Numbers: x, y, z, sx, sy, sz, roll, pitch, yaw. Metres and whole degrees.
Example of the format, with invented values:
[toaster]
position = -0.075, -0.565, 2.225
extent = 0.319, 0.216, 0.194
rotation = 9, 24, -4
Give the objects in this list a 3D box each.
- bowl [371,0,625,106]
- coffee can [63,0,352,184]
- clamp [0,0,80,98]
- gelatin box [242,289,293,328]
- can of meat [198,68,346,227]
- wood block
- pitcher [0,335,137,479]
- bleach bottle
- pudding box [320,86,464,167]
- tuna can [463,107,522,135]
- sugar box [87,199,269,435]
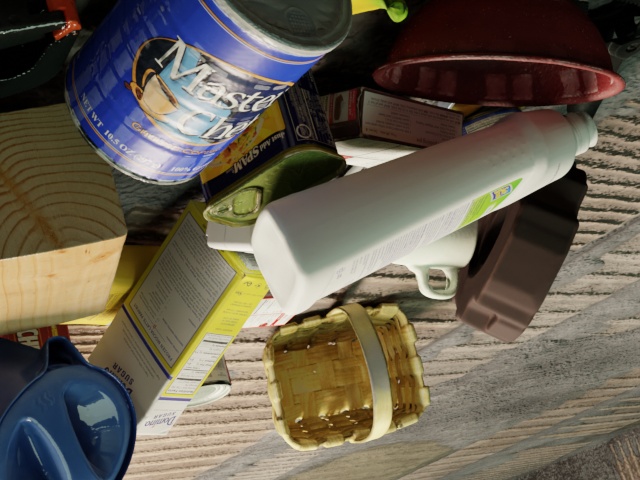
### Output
[bowl]
position = 0.116, -0.127, 0.692
extent = 0.162, 0.055, 0.162
rotation = 4, 178, 0
[coffee can]
position = -0.065, -0.109, 0.592
extent = 0.102, 0.103, 0.141
rotation = 4, 151, -41
[clamp]
position = -0.205, -0.094, 0.619
extent = 0.171, 0.039, 0.120
rotation = -19, 169, 13
[gelatin box]
position = -0.060, 0.062, 1.098
extent = 0.089, 0.030, 0.073
rotation = -2, 153, -32
[can of meat]
position = -0.042, -0.069, 0.727
extent = 0.102, 0.084, 0.057
rotation = -30, 155, 30
[wood block]
position = -0.192, -0.006, 0.718
extent = 0.090, 0.091, 0.206
rotation = -12, 167, -18
[pitcher]
position = -0.275, 0.150, 0.878
extent = 0.243, 0.149, 0.145
rotation = 12, 148, 42
[bleach bottle]
position = 0.080, -0.032, 0.744
extent = 0.250, 0.068, 0.103
rotation = -23, 167, -17
[pudding box]
position = 0.036, -0.080, 0.779
extent = 0.113, 0.039, 0.090
rotation = 3, 174, -44
[tuna can]
position = 0.131, -0.073, 0.862
extent = 0.086, 0.034, 0.086
rotation = -20, 164, -6
[sugar box]
position = -0.116, 0.065, 0.870
extent = 0.048, 0.093, 0.176
rotation = 10, 122, -47
